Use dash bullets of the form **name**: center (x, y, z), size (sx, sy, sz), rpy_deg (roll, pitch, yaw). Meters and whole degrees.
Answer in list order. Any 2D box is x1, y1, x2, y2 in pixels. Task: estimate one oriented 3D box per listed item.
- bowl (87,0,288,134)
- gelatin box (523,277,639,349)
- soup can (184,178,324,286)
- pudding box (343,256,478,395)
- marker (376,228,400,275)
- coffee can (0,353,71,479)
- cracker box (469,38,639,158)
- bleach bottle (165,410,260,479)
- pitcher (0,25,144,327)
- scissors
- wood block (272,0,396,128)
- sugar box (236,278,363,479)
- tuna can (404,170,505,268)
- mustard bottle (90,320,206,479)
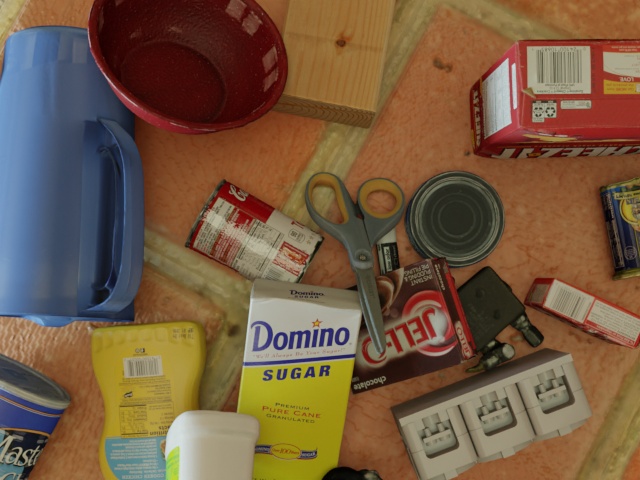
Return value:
- **bowl**: center (-0.110, -0.141, 0.850), size (0.162, 0.055, 0.162), rpy_deg (11, 57, -18)
- **gelatin box**: center (0.226, 0.062, 0.915), size (0.089, 0.073, 0.030), rpy_deg (25, 88, 0)
- **soup can**: center (-0.056, 0.001, 0.917), size (0.102, 0.068, 0.068), rpy_deg (30, 87, 0)
- **pudding box**: center (0.067, 0.072, 0.904), size (0.114, 0.039, 0.090), rpy_deg (-22, 82, 32)
- **marker**: center (0.064, 0.047, 0.941), size (0.020, 0.020, 0.121), rpy_deg (-7, 87, -1)
- **coffee can**: center (-0.287, 0.172, 0.890), size (0.103, 0.103, 0.140), rpy_deg (28, 88, 1)
- **cracker box**: center (0.217, -0.108, 0.852), size (0.164, 0.214, 0.072), rpy_deg (-1, 89, -1)
- **bleach bottle**: center (-0.088, 0.262, 0.799), size (0.068, 0.103, 0.251), rpy_deg (7, 65, -14)
- **pitcher**: center (-0.208, -0.049, 0.885), size (0.149, 0.145, 0.243), rpy_deg (2, 84, 0)
- **scissors**: center (0.050, 0.008, 0.890), size (0.096, 0.016, 0.202), rpy_deg (-14, 48, -19)
- **wood block**: center (0.019, -0.211, 0.917), size (0.091, 0.090, 0.206), rpy_deg (11, 87, -1)
- **sugar box**: center (-0.022, 0.124, 0.894), size (0.093, 0.048, 0.176), rpy_deg (7, 111, -1)
- **tuna can**: center (0.118, -0.018, 0.937), size (0.086, 0.034, 0.086), rpy_deg (0, 87, -1)
- **mustard bottle**: center (-0.142, 0.166, 0.913), size (0.096, 0.058, 0.191), rpy_deg (-4, 87, 4)
